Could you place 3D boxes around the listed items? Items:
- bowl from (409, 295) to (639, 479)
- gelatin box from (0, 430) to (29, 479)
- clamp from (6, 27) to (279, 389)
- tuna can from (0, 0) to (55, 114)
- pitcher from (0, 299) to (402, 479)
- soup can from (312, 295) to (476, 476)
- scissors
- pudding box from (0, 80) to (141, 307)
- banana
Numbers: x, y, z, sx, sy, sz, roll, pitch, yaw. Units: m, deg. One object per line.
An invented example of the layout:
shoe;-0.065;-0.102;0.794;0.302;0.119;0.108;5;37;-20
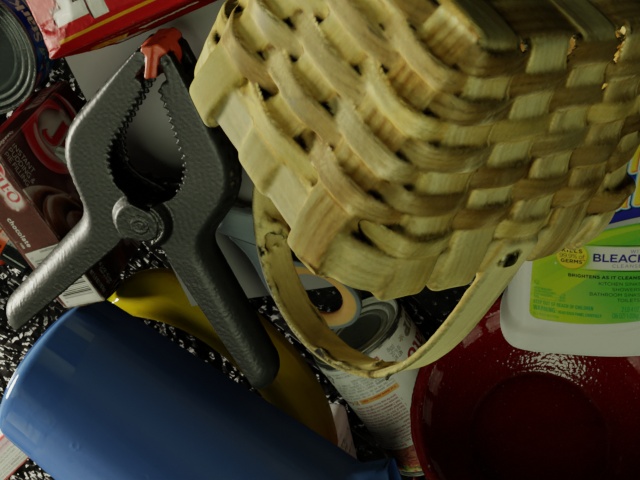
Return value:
bowl;0.136;0.115;0.652;0.162;0.162;0.055;10;156;10
gelatin box;-0.232;0.148;0.822;0.030;0.073;0.089;38;127;-12
clamp;-0.083;-0.010;0.579;0.164;0.036;0.210;18;123;1
tuna can;-0.203;-0.121;0.640;0.086;0.033;0.086;9;127;11
pitcher;-0.082;0.153;0.674;0.243;0.149;0.145;34;156;8
soup can;0.049;0.094;0.698;0.069;0.068;0.102;-22;115;30
scissors;-0.054;0.001;0.614;0.202;0.016;0.096;9;126;11
pudding box;-0.157;-0.028;0.658;0.039;0.090;0.113;-13;121;28
banana;-0.063;0.071;0.722;0.198;0.037;0.070;30;124;10
